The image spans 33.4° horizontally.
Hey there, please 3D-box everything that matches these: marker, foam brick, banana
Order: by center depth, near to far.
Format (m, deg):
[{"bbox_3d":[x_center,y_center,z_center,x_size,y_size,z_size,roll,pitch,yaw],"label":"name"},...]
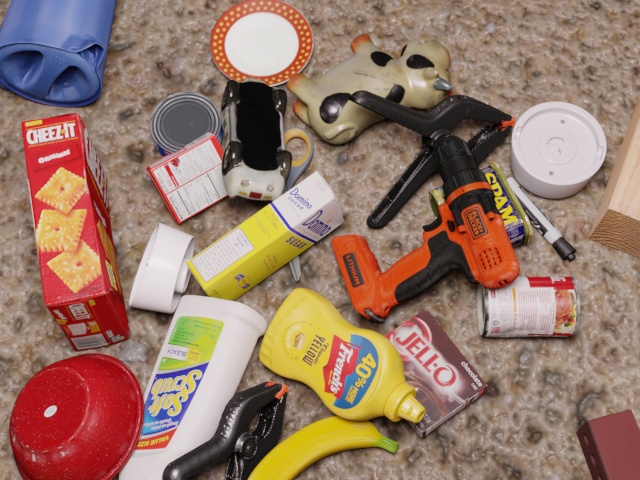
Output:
[{"bbox_3d":[-0.016,0.231,1.115,0.197,0.037,0.070,-25,48,-21],"label":"banana"},{"bbox_3d":[0.309,0.224,1.119,0.051,0.053,0.078,-14,67,-5],"label":"foam brick"},{"bbox_3d":[0.254,-0.024,1.241,0.020,0.020,0.121,-34,71,-12],"label":"marker"}]

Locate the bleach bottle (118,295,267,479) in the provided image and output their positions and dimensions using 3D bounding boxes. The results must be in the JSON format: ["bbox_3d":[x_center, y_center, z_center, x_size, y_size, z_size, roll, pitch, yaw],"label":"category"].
[{"bbox_3d":[-0.145,0.185,1.129,0.103,0.068,0.250,6,66,33],"label":"bleach bottle"}]

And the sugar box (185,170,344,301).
[{"bbox_3d":[-0.058,0.002,1.185,0.176,0.093,0.048,-33,72,-3],"label":"sugar box"}]

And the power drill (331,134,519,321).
[{"bbox_3d":[0.109,-0.006,1.176,0.188,0.057,0.184,-27,62,18],"label":"power drill"}]

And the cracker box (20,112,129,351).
[{"bbox_3d":[-0.264,-0.006,1.165,0.072,0.164,0.214,-11,68,-5],"label":"cracker box"}]

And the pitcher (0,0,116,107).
[{"bbox_3d":[-0.321,-0.294,1.315,0.149,0.145,0.243,11,64,-8],"label":"pitcher"}]

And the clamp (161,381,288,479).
[{"bbox_3d":[-0.094,0.212,1.108,0.039,0.120,0.171,6,59,37],"label":"clamp"}]

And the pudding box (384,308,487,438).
[{"bbox_3d":[0.111,0.145,1.163,0.090,0.039,0.113,-33,70,-12],"label":"pudding box"}]

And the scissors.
[{"bbox_3d":[-0.029,-0.055,1.261,0.096,0.016,0.202,-25,69,-9],"label":"scissors"}]

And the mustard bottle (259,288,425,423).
[{"bbox_3d":[0.030,0.135,1.130,0.192,0.058,0.096,31,96,27],"label":"mustard bottle"}]

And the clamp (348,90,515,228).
[{"bbox_3d":[0.131,-0.105,1.245,0.209,0.164,0.036,-11,23,-21],"label":"clamp"}]

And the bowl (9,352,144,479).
[{"bbox_3d":[-0.268,0.185,1.118,0.162,0.055,0.162,-10,60,18],"label":"bowl"}]

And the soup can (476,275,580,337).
[{"bbox_3d":[0.227,0.073,1.175,0.102,0.068,0.068,0,67,1],"label":"soup can"}]

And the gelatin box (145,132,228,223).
[{"bbox_3d":[-0.148,-0.073,1.244,0.089,0.030,0.073,-30,110,-10],"label":"gelatin box"}]

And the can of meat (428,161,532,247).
[{"bbox_3d":[0.182,-0.028,1.225,0.084,0.057,0.102,-22,68,-5],"label":"can of meat"}]

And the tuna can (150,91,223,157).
[{"bbox_3d":[-0.161,-0.134,1.287,0.086,0.034,0.086,0,67,1],"label":"tuna can"}]
